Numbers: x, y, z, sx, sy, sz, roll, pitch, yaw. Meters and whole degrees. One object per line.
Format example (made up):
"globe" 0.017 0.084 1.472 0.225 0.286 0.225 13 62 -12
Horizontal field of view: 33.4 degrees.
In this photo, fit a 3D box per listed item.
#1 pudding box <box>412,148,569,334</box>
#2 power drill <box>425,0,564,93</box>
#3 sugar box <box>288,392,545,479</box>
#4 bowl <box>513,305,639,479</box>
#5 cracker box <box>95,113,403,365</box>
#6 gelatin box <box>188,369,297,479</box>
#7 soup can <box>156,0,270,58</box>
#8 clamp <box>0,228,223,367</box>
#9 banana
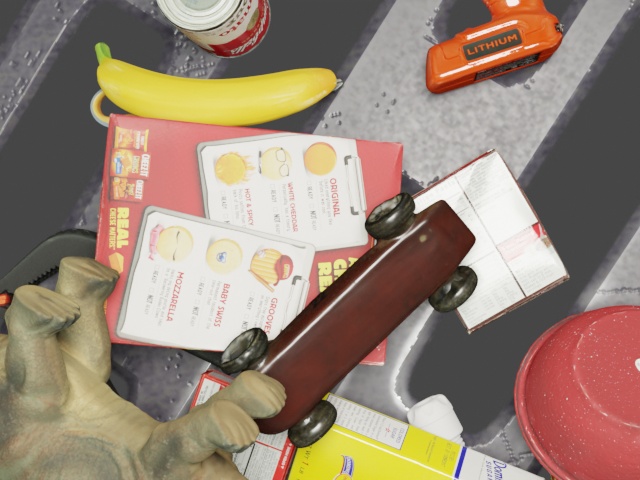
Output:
"pudding box" 0.121 0.001 0.802 0.090 0.039 0.113 -30 84 7
"power drill" 0.091 -0.210 0.798 0.184 0.057 0.187 -16 87 7
"sugar box" 0.066 0.187 0.789 0.176 0.048 0.093 21 121 10
"bowl" 0.218 0.101 0.738 0.162 0.055 0.162 -2 54 3
"cracker box" -0.055 0.001 0.788 0.213 0.072 0.164 5 89 -7
"gelatin box" -0.061 0.150 0.830 0.089 0.030 0.073 20 94 8
"soup can" -0.079 -0.179 0.799 0.068 0.102 0.068 0 89 7
"clamp" -0.157 0.043 0.841 0.210 0.036 0.164 -16 87 4
"banana" -0.090 -0.116 0.813 0.198 0.037 0.069 10 65 8
